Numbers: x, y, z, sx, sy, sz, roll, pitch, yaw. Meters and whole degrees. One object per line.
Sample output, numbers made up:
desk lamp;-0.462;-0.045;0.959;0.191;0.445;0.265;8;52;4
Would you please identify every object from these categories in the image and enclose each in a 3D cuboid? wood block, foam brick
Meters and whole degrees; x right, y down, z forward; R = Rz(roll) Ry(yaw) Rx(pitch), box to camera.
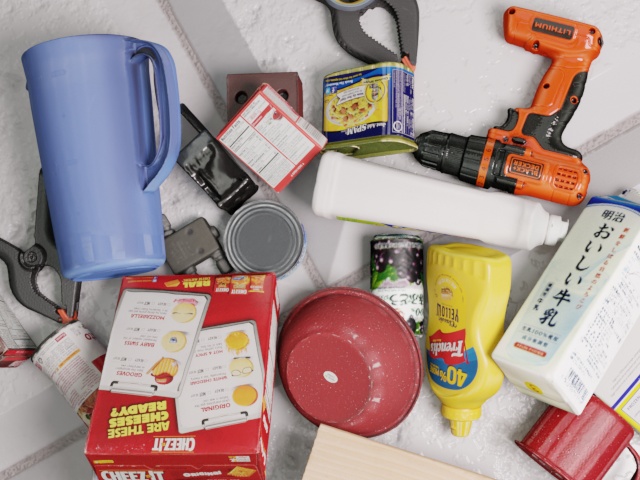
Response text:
wood block;0.084;0.260;1.048;0.206;0.090;0.090;16;70;6
foam brick;-0.059;-0.147;1.134;0.078;0.051;0.053;-2;84;6

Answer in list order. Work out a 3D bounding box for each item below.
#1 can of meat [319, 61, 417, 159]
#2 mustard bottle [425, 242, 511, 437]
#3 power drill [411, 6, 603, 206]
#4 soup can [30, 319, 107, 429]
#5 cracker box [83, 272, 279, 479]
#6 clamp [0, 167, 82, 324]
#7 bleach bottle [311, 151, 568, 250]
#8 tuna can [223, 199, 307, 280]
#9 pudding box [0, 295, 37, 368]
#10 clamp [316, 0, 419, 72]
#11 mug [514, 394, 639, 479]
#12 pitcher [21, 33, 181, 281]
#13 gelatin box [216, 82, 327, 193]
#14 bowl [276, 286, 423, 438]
can of meat;0.049;-0.133;1.105;0.102;0.057;0.084;-5;80;35
mustard bottle;0.143;0.102;1.064;0.058;0.096;0.192;-6;102;-34
power drill;0.202;-0.141;1.103;0.184;0.057;0.187;15;88;8
soup can;-0.246;0.142;1.120;0.068;0.068;0.102;-44;81;1
cracker box;-0.128;0.134;1.054;0.164;0.072;0.213;-2;49;6
clamp;-0.319;0.018;1.155;0.120;0.039;0.171;-21;83;7
bleach bottle;0.123;-0.033;1.076;0.251;0.102;0.068;12;92;8
tuna can;-0.057;0.001;1.129;0.086;0.033;0.086;-1;84;6
pudding box;-0.356;0.082;1.127;0.039;0.090;0.113;-35;81;0
clamp;0.033;-0.260;1.141;0.164;0.036;0.210;-24;82;-1
mug;0.261;0.202;1.044;0.117;0.093;0.081;38;85;15
pitcher;-0.220;-0.086;1.104;0.144;0.149;0.243;-7;85;-18
gelatin box;-0.050;-0.105;1.093;0.089;0.030;0.073;42;118;-7
bowl;0.018;0.130;1.068;0.162;0.055;0.162;5;102;23
